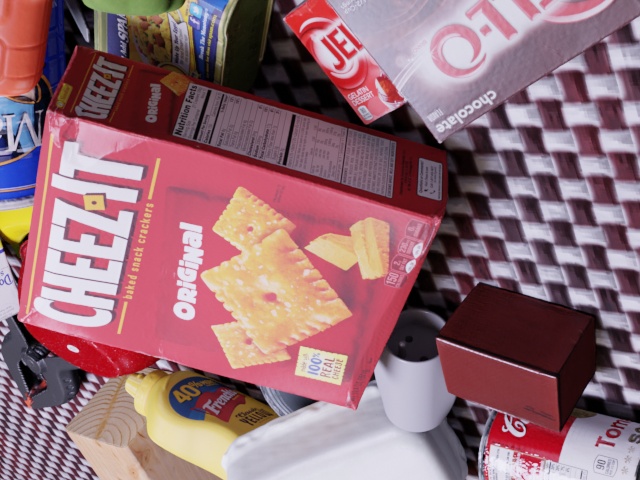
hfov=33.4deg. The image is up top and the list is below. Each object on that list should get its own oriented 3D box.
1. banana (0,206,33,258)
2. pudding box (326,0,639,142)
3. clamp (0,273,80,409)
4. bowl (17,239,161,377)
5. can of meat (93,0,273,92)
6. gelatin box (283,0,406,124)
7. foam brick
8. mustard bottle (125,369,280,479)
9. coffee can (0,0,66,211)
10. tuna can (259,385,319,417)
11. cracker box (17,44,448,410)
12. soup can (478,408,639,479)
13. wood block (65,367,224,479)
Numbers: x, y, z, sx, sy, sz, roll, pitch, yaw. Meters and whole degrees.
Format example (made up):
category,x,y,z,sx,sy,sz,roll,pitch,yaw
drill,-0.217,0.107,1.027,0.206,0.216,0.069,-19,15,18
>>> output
category,x,y,z,sx,sy,sz,roll,pitch,yaw
banana,-0.214,-0.018,0.868,0.198,0.037,0.069,-2,147,46
pudding box,0.071,-0.110,0.464,0.114,0.039,0.090,-32,105,33
clamp,-0.283,0.102,1.060,0.164,0.036,0.210,41,142,4
bowl,-0.195,0.068,0.897,0.162,0.055,0.162,23,153,12
can of meat,-0.076,-0.126,0.598,0.084,0.057,0.102,30,145,11
gelatin box,0.033,-0.106,0.539,0.073,0.030,0.089,51,143,-14
foam brick,0.117,0.069,0.636,0.078,0.051,0.053,17,140,30
mustard bottle,-0.085,0.154,0.885,0.192,0.096,0.058,21,109,27
coffee can,-0.211,-0.101,0.671,0.103,0.102,0.140,18,117,29
tuna can,-0.003,0.114,0.813,0.086,0.033,0.086,25,143,21
cracker box,-0.054,0.001,0.609,0.213,0.072,0.164,15,131,-7
soup can,0.158,0.138,0.659,0.102,0.068,0.068,9,135,36
wood block,-0.140,0.226,1.017,0.090,0.090,0.206,5,132,40
